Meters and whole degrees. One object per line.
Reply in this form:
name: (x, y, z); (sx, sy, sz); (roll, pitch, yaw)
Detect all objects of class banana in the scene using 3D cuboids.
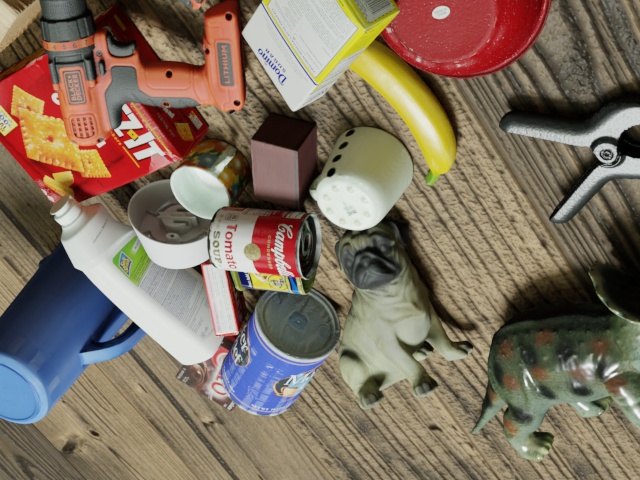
banana: (0.073, -0.129, 0.994); (0.070, 0.037, 0.197); (-19, 118, 39)

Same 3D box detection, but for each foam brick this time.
foam brick: (-0.036, -0.081, 1.090); (0.051, 0.053, 0.078); (15, 134, 17)

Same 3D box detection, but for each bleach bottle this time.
bleach bottle: (-0.208, 0.034, 1.227); (0.068, 0.102, 0.250); (-18, 128, 36)

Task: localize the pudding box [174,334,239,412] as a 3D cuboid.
pudding box: (-0.126, 0.162, 1.375); (0.090, 0.039, 0.114); (33, 137, -2)

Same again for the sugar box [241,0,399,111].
sugar box: (-0.005, -0.189, 0.926); (0.093, 0.048, 0.176); (57, 157, 1)

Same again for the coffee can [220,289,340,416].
coffee can: (-0.049, 0.130, 1.255); (0.103, 0.102, 0.140); (32, 138, -1)

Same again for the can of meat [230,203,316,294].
can of meat: (-0.055, 0.011, 1.183); (0.084, 0.057, 0.102); (5, 132, 22)

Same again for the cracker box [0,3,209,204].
cracker box: (-0.253, -0.134, 1.147); (0.214, 0.072, 0.164); (-17, 120, 38)

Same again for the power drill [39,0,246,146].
power drill: (-0.168, -0.184, 1.011); (0.187, 0.057, 0.184); (-4, 120, 3)

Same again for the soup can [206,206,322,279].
soup can: (-0.057, 0.001, 1.100); (0.102, 0.068, 0.068); (5, 132, 20)

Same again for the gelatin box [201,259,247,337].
gelatin box: (-0.109, 0.058, 1.222); (0.030, 0.073, 0.089); (-10, 102, 6)

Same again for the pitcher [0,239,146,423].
pitcher: (-0.303, 0.102, 1.270); (0.145, 0.242, 0.149); (46, 128, -14)

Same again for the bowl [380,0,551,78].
bowl: (0.106, -0.199, 0.879); (0.162, 0.055, 0.162); (11, 124, 16)

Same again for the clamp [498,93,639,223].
clamp: (0.254, -0.074, 0.942); (0.172, 0.039, 0.120); (-6, 127, 33)
